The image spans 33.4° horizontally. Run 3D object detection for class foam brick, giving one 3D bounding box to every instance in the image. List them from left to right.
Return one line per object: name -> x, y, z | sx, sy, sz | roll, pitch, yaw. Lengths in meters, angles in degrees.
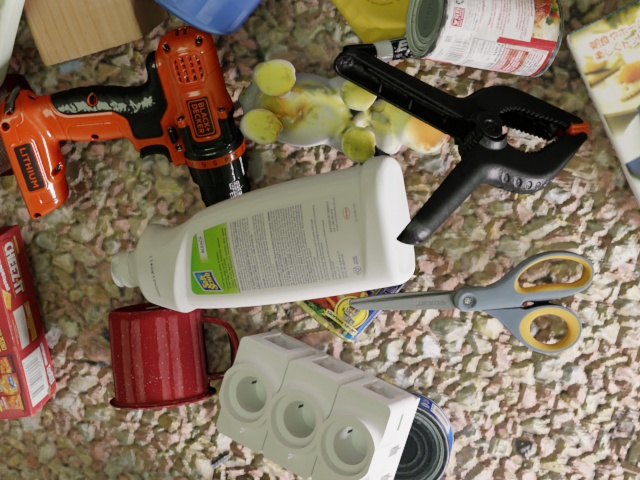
foam brick -> -0.273, -0.101, 0.938 | 0.051, 0.053, 0.078 | -32, 91, 14

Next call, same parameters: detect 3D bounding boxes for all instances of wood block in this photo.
wood block -> -0.206, -0.257, 0.855 | 0.090, 0.090, 0.206 | -13, 111, 14

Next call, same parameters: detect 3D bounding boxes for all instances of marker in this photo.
marker -> 0.071, -0.153, 0.847 | 0.121, 0.020, 0.020 | -13, 97, -20

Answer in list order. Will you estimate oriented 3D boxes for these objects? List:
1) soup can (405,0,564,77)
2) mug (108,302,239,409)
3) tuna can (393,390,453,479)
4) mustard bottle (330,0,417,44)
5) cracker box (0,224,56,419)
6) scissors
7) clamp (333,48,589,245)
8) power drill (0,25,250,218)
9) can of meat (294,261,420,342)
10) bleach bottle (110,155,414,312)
soup can -> 0.125, -0.166, 0.820 | 0.102, 0.069, 0.068 | 5, 101, -20
mug -> -0.128, 0.096, 0.924 | 0.117, 0.093, 0.081 | -5, 93, 4
tuna can -> 0.071, 0.175, 0.923 | 0.086, 0.033, 0.086 | 2, 99, 11
mustard bottle -> 0.091, -0.241, 0.840 | 0.192, 0.058, 0.096 | -36, 100, 13
cracker box -> -0.362, 0.081, 0.969 | 0.214, 0.072, 0.164 | -7, 105, 12
scissors -> 0.131, 0.064, 0.877 | 0.201, 0.016, 0.096 | -17, 105, -3
clamp -> 0.114, -0.085, 0.817 | 0.164, 0.209, 0.036 | 66, 147, 19
power drill -> -0.157, -0.074, 0.884 | 0.187, 0.057, 0.184 | -12, 119, 1
can of meat -> 0.018, 0.024, 0.899 | 0.102, 0.057, 0.084 | 41, 106, 2
bleach bottle -> -0.056, 0.001, 0.854 | 0.251, 0.068, 0.102 | -8, 93, 22
